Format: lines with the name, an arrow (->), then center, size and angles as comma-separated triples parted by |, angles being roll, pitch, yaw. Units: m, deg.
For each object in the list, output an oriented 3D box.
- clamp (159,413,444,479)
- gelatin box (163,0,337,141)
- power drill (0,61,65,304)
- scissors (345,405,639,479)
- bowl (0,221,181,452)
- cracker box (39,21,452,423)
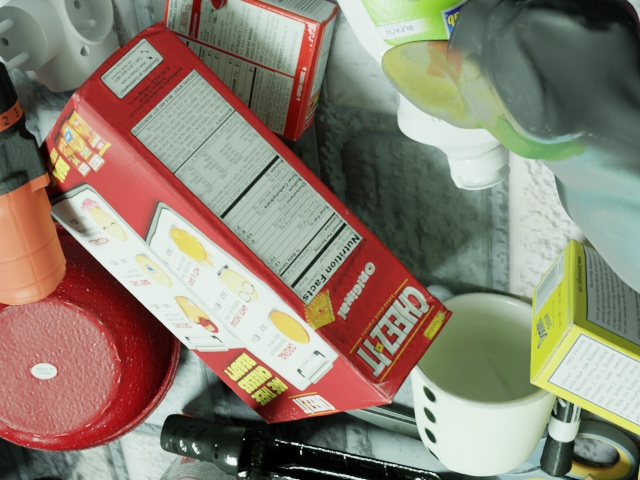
clamp -> -0.047, 0.132, 0.673 | 0.164, 0.036, 0.210 | 24, 165, -40
gelatin box -> -0.041, -0.103, 0.569 | 0.089, 0.030, 0.073 | 22, 129, 11
power drill -> -0.215, -0.070, 0.597 | 0.188, 0.057, 0.184 | 29, 136, 50
scissors -> 0.106, 0.119, 0.659 | 0.202, 0.016, 0.096 | 30, 127, 3
bowl -> -0.171, 0.072, 0.682 | 0.162, 0.055, 0.162 | -1, 105, -4
cracker box -> -0.054, 0.001, 0.586 | 0.213, 0.072, 0.164 | 45, 154, -9
